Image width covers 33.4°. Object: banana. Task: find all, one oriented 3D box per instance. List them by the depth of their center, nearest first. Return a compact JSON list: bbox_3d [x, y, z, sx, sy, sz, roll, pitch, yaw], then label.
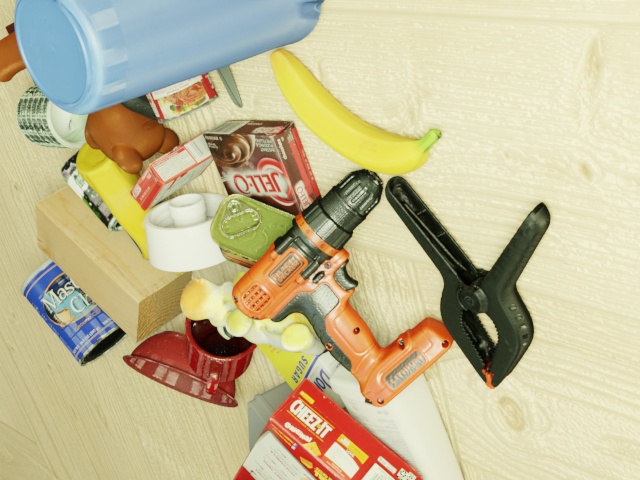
[{"bbox_3d":[0.027,-0.107,0.951,0.198,0.037,0.070,31,123,30],"label":"banana"}]

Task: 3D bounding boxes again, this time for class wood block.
[{"bbox_3d":[-0.270,0.021,1.386,0.206,0.090,0.091,40,144,22],"label":"wood block"}]

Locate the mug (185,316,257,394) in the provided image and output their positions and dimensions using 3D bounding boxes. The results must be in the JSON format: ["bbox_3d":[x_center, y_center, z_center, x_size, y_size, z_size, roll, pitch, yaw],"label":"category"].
[{"bbox_3d":[-0.120,0.130,1.281,0.093,0.117,0.082,9,147,-5],"label":"mug"}]

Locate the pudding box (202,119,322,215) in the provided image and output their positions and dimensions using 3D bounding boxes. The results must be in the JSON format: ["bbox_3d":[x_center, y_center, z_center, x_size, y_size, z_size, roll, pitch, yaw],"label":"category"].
[{"bbox_3d":[-0.059,-0.075,1.080,0.114,0.039,0.090,10,128,48],"label":"pudding box"}]

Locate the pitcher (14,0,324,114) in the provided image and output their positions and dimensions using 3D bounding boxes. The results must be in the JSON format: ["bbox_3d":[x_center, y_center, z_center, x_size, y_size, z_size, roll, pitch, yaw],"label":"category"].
[{"bbox_3d":[-0.129,-0.193,0.875,0.145,0.242,0.149,56,141,4],"label":"pitcher"}]

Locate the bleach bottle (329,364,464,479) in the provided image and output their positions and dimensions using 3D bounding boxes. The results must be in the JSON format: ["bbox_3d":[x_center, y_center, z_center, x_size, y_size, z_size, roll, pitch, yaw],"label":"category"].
[{"bbox_3d":[0.101,0.238,1.141,0.103,0.068,0.251,4,124,50],"label":"bleach bottle"}]

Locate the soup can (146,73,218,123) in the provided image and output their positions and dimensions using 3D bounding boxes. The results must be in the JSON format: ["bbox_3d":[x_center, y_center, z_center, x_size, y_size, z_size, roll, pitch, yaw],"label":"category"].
[{"bbox_3d":[-0.154,-0.179,1.081,0.069,0.068,0.102,0,119,52],"label":"soup can"}]

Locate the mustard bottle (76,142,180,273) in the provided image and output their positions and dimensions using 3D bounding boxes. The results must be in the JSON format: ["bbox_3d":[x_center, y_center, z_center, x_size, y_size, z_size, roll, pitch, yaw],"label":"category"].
[{"bbox_3d":[-0.215,-0.033,1.272,0.191,0.058,0.096,58,180,-32],"label":"mustard bottle"}]

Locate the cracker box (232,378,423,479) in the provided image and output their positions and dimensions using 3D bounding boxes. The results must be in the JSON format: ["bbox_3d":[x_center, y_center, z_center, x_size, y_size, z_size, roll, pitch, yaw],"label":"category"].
[{"bbox_3d":[0.003,0.259,1.154,0.164,0.072,0.214,39,148,8],"label":"cracker box"}]

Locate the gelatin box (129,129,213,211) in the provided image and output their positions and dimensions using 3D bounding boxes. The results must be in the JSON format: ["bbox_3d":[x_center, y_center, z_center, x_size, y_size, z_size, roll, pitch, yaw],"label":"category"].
[{"bbox_3d":[-0.157,-0.076,1.157,0.030,0.089,0.073,53,147,2],"label":"gelatin box"}]

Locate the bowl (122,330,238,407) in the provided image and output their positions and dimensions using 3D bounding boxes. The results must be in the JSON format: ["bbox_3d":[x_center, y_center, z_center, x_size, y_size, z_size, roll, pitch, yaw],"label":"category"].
[{"bbox_3d":[-0.172,0.160,1.383,0.162,0.055,0.162,19,162,6],"label":"bowl"}]

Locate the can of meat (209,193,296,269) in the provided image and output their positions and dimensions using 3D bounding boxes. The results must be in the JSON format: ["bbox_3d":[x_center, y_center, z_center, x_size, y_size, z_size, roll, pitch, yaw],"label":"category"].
[{"bbox_3d":[-0.057,0.001,1.087,0.102,0.057,0.084,22,169,4],"label":"can of meat"}]

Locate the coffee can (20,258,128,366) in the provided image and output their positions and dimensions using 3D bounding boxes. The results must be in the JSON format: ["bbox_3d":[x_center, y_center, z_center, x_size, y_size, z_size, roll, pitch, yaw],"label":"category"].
[{"bbox_3d":[-0.348,0.095,1.538,0.140,0.102,0.103,49,147,8],"label":"coffee can"}]

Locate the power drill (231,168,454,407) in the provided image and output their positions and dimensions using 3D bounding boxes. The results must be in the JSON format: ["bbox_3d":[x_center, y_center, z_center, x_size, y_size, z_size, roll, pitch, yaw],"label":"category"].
[{"bbox_3d":[0.037,0.049,1.008,0.187,0.057,0.185,45,106,-3],"label":"power drill"}]

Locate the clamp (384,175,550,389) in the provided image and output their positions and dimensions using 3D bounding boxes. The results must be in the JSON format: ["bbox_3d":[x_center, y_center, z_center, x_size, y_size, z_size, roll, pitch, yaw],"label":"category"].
[{"bbox_3d":[0.132,0.037,0.942,0.165,0.036,0.210,22,135,39],"label":"clamp"}]

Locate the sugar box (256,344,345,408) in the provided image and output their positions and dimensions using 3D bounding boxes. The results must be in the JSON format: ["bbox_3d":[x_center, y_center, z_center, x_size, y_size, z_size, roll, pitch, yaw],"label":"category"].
[{"bbox_3d":[-0.026,0.116,1.204,0.176,0.048,0.093,52,146,6],"label":"sugar box"}]
